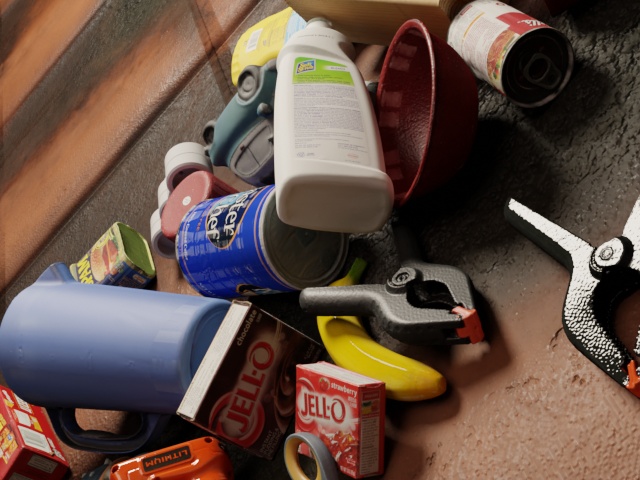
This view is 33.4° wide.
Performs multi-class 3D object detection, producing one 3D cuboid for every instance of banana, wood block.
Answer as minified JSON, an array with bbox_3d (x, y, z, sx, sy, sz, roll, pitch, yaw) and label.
[{"bbox_3d":[0.038,0.082,0.881,0.070,0.037,0.198,-49,34,12],"label":"banana"},{"bbox_3d":[0.071,-0.245,1.029,0.206,0.090,0.090,17,77,42],"label":"wood block"}]

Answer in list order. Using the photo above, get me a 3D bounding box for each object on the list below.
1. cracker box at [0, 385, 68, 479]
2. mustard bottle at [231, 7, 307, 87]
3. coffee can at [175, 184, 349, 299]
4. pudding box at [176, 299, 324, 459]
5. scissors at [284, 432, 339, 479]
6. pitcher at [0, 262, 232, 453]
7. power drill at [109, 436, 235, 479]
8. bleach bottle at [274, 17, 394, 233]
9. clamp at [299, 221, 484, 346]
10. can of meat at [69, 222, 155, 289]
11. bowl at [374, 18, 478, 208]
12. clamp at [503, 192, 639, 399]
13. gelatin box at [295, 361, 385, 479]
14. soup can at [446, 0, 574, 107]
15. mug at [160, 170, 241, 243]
[{"bbox_3d":[-0.384,0.295,1.214,0.214,0.072,0.164,-57,32,1],"label":"cracker box"},{"bbox_3d":[-0.017,-0.231,1.198,0.192,0.058,0.096,-18,45,44],"label":"mustard bottle"},{"bbox_3d":[-0.057,0.001,1.011,0.141,0.102,0.102,-9,55,49],"label":"coffee can"},{"bbox_3d":[-0.060,0.121,0.926,0.039,0.090,0.113,5,66,54],"label":"pudding box"},{"bbox_3d":[0.023,0.200,0.792,0.202,0.016,0.096,0,91,53],"label":"scissors"},{"bbox_3d":[-0.185,0.117,1.035,0.243,0.149,0.145,1,48,35],"label":"pitcher"},{"bbox_3d":[-0.120,0.248,0.856,0.184,0.057,0.188,-14,32,-11],"label":"power drill"},{"bbox_3d":[0.009,-0.119,0.978,0.068,0.102,0.251,101,172,-46],"label":"bleach bottle"},{"bbox_3d":[0.060,0.046,0.857,0.120,0.039,0.172,-37,31,-9],"label":"clamp"},{"bbox_3d":[-0.245,0.037,1.268,0.084,0.057,0.102,-45,35,12],"label":"can of meat"},{"bbox_3d":[0.093,-0.106,0.917,0.162,0.055,0.162,-176,90,-76],"label":"bowl"},{"bbox_3d":[0.196,0.017,0.733,0.165,0.036,0.210,-25,45,39],"label":"clamp"},{"bbox_3d":[0.014,0.140,0.842,0.089,0.030,0.073,10,100,55],"label":"gelatin box"},{"bbox_3d":[0.159,-0.161,0.905,0.068,0.068,0.102,-51,33,8],"label":"soup can"},{"bbox_3d":[-0.115,-0.010,1.116,0.093,0.081,0.117,-19,48,43],"label":"mug"}]
